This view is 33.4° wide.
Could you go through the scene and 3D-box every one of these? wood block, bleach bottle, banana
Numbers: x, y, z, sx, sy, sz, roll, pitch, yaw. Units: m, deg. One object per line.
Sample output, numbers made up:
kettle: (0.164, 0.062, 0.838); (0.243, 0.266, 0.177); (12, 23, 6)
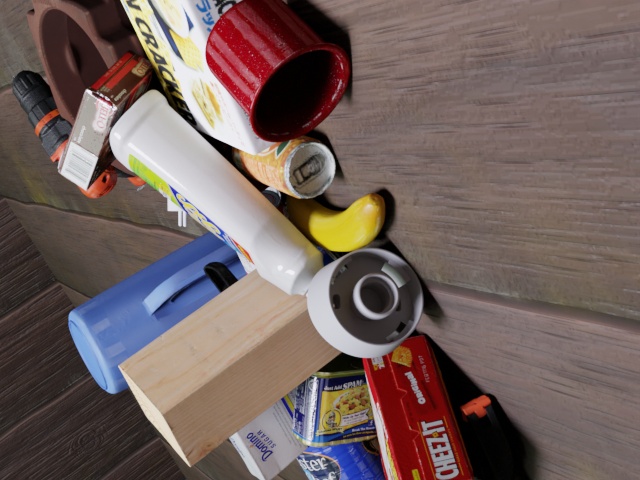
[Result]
wood block: (-0.082, 0.113, 1.063); (0.090, 0.205, 0.091); (37, 155, 42)
bleach bottle: (-0.084, -0.030, 1.010); (0.251, 0.068, 0.102); (40, 167, 4)
banana: (0.011, -0.020, 0.987); (0.198, 0.037, 0.069); (17, 141, 60)

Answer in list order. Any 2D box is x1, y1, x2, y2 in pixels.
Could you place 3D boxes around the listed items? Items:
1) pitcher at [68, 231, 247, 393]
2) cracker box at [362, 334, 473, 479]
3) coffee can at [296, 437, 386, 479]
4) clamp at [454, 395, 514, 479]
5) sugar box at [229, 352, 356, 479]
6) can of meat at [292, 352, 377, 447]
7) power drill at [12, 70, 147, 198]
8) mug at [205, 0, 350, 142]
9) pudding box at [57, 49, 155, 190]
pitcher: (-0.163, 0.073, 1.242); (0.145, 0.242, 0.149); (31, 143, 53)
cracker box: (0.101, 0.220, 1.041); (0.213, 0.072, 0.164); (78, 176, -50)
coffee can: (0.022, 0.259, 1.323); (0.140, 0.102, 0.103); (61, 160, -16)
clamp: (0.156, 0.208, 1.024); (0.120, 0.039, 0.171); (35, 147, 56)
sugar box: (-0.022, 0.174, 1.173); (0.048, 0.176, 0.093); (22, 143, 58)
can of meat: (0.020, 0.168, 1.136); (0.058, 0.101, 0.084); (22, 110, 57)
power drill: (-0.287, -0.130, 1.336); (0.184, 0.057, 0.187); (54, -162, 10)
mug: (-0.031, -0.135, 0.843); (0.082, 0.093, 0.117); (49, -163, 29)
pudding box: (-0.205, -0.116, 1.029); (0.039, 0.090, 0.114); (32, 129, -2)
